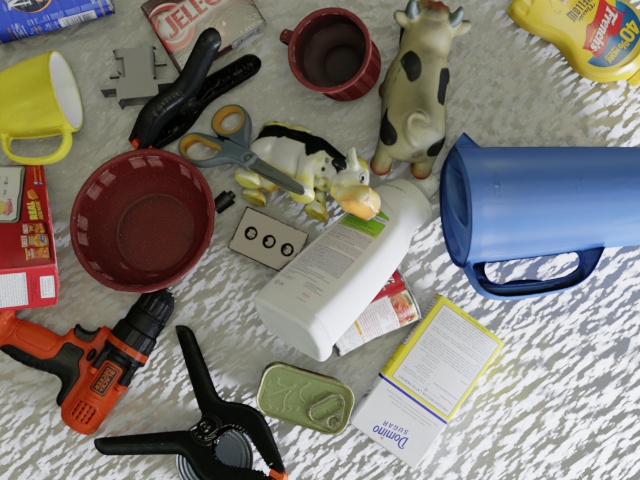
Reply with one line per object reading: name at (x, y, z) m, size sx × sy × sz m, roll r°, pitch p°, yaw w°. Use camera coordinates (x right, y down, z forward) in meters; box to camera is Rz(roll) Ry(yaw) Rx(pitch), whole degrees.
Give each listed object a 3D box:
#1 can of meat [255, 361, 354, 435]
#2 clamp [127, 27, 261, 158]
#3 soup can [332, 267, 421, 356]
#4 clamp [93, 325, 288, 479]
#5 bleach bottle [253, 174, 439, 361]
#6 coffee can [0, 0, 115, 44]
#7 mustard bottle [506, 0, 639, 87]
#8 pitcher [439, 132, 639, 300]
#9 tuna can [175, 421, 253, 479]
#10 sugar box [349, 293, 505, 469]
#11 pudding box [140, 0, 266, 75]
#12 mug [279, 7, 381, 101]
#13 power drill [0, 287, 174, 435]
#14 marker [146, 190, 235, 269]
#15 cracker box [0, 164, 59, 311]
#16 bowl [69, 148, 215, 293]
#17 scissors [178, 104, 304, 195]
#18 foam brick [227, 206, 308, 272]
can of meat at (-0.019, 0.170, 1.169) m, size 0.102 × 0.084 × 0.057 m, roll 18°, pitch 87°, yaw -3°
clamp at (-0.146, -0.160, 1.156) m, size 0.171 × 0.120 × 0.039 m, roll -43°, pitch 66°, yaw 2°
soup can at (0.051, 0.078, 1.184) m, size 0.102 × 0.068 × 0.068 m, roll -25°, pitch 90°, yaw -4°
clamp at (-0.119, 0.194, 1.149) m, size 0.210 × 0.036 × 0.164 m, roll 23°, pitch 74°, yaw 16°
bleach bottle at (0.047, 0.013, 1.155) m, size 0.103 × 0.068 × 0.250 m, roll 27°, pitch 59°, yaw 38°
coffee can at (-0.304, -0.276, 1.152) m, size 0.140 × 0.103 × 0.103 m, roll -16°, pitch 90°, yaw -4°
mustard bottle at (0.313, -0.237, 1.215) m, size 0.191 × 0.058 × 0.096 m, roll 39°, pitch 86°, yaw -2°
pitcher at (0.259, -0.033, 1.173) m, size 0.242 × 0.145 × 0.149 m, roll -4°, pitch 121°, yaw -7°
tuna can at (-0.117, 0.241, 1.185) m, size 0.086 × 0.034 × 0.086 m, roll 0°, pitch 89°, yaw -4°
sugar box at (0.118, 0.157, 1.198) m, size 0.093 × 0.048 × 0.176 m, roll 37°, pitch 90°, yaw -3°
pudding box at (-0.130, -0.249, 1.194) m, size 0.113 × 0.039 × 0.090 m, roll -32°, pitch 90°, yaw -4°
mug at (0.009, -0.204, 1.176) m, size 0.117 × 0.081 × 0.093 m, roll 21°, pitch 92°, yaw 17°
power drill at (-0.275, 0.092, 1.167) m, size 0.187 × 0.057 × 0.184 m, roll 33°, pitch 83°, yaw -1°
marker at (-0.143, -0.014, 1.197) m, size 0.121 × 0.020 × 0.020 m, roll -41°, pitch 91°, yaw -4°
cracker box at (-0.384, 0.002, 1.094) m, size 0.213 × 0.072 × 0.164 m, roll -6°, pitch 45°, yaw -16°
bowl at (-0.187, -0.016, 1.164) m, size 0.162 × 0.055 × 0.162 m, roll -2°, pitch 75°, yaw 8°
scissors at (-0.071, -0.101, 1.147) m, size 0.202 × 0.016 × 0.096 m, roll 14°, pitch 62°, yaw 38°
foam brick at (-0.058, 0.001, 1.187) m, size 0.078 × 0.051 × 0.053 m, roll 24°, pitch 87°, yaw -3°
